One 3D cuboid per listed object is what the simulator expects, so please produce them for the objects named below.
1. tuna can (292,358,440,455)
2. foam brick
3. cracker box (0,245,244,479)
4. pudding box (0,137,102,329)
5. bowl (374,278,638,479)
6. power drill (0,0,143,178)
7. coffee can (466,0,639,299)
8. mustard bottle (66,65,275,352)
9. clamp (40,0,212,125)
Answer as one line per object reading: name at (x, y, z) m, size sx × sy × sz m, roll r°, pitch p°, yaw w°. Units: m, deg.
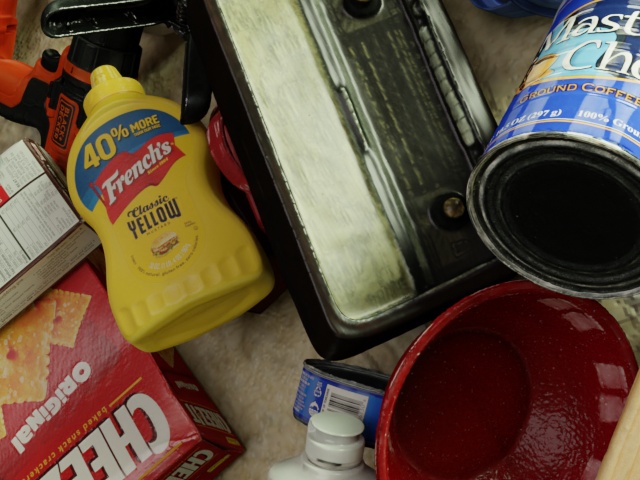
tuna can at (0.028, 0.096, 0.619) m, size 0.086 × 0.086 × 0.034 m, roll 14°, pitch 90°, yaw 31°
foam brick at (-0.055, 0.001, 0.702) m, size 0.051 × 0.052 × 0.078 m, roll -42°, pitch 64°, yaw 17°
cracker box at (-0.180, 0.109, 0.730) m, size 0.164 × 0.072 × 0.214 m, roll -42°, pitch 62°, yaw 5°
pudding box at (-0.213, -0.002, 0.719) m, size 0.113 × 0.039 × 0.090 m, roll -40°, pitch 64°, yaw 1°
bowl at (0.090, 0.095, 0.566) m, size 0.055 × 0.161 × 0.162 m, roll 21°, pitch 93°, yaw 65°
power drill at (-0.207, -0.139, 0.792) m, size 0.188 × 0.057 × 0.184 m, roll 34°, pitch 115°, yaw 33°
coffee can at (0.144, -0.056, 0.530) m, size 0.103 × 0.103 × 0.140 m, roll 6°, pitch 46°, yaw 31°
mustard bottle at (-0.107, -0.033, 0.670) m, size 0.096 × 0.058 × 0.192 m, roll -28°, pitch 65°, yaw 4°
clamp at (-0.097, -0.154, 0.698) m, size 0.120 × 0.171 × 0.039 m, roll 31°, pitch 138°, yaw -3°
